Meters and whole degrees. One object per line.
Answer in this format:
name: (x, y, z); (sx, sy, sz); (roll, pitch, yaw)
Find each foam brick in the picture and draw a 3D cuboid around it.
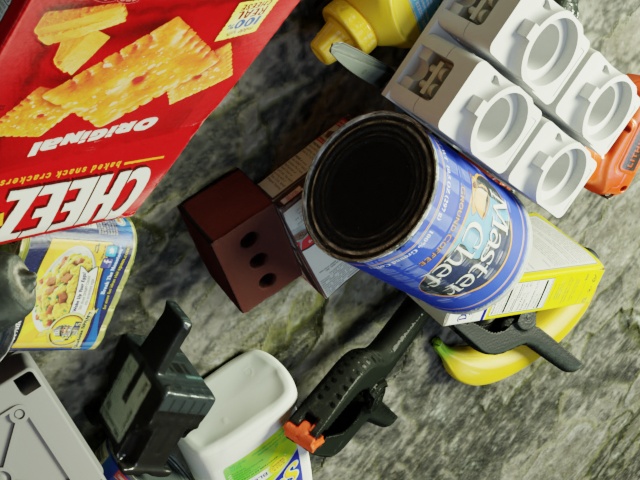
foam brick: (-0.055, 0.001, 0.736); (0.053, 0.051, 0.078); (-34, 138, -12)

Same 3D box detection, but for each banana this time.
banana: (0.191, 0.094, 1.025); (0.197, 0.037, 0.070); (-21, 134, -26)

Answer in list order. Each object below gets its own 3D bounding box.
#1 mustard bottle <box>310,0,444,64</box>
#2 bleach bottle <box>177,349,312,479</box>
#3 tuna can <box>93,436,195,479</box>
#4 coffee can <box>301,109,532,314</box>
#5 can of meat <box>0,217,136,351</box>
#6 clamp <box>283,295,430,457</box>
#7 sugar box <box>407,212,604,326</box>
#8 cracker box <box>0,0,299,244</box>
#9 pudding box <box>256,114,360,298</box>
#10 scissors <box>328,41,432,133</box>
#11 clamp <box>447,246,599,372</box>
mustard bottle: (0.070, -0.181, 0.688); (0.191, 0.058, 0.096); (-42, 144, -5)
bleach bottle: (-0.046, 0.202, 0.900); (0.102, 0.068, 0.251); (-34, 140, -15)
tuna can: (-0.132, 0.180, 0.791); (0.034, 0.086, 0.086); (-50, 139, 7)
coffee can: (0.069, -0.015, 0.728); (0.103, 0.103, 0.140); (-53, 141, 8)
can of meat: (-0.169, 0.021, 0.655); (0.083, 0.057, 0.102); (5, 119, -44)
clamp: (0.039, 0.110, 0.871); (0.209, 0.036, 0.165); (-19, 133, -60)
sugar box: (0.143, 0.021, 0.885); (0.175, 0.093, 0.048); (-7, 126, -35)
cracker box: (-0.120, -0.082, 0.518); (0.163, 0.072, 0.214); (-15, 156, -48)
pudding box: (0.012, -0.022, 0.784); (0.090, 0.039, 0.113); (-39, 141, -10)
scissors: (0.065, -0.114, 0.712); (0.096, 0.016, 0.201); (-35, 161, 2)
clamp: (0.185, 0.075, 0.982); (0.171, 0.039, 0.120); (-8, 99, -23)
